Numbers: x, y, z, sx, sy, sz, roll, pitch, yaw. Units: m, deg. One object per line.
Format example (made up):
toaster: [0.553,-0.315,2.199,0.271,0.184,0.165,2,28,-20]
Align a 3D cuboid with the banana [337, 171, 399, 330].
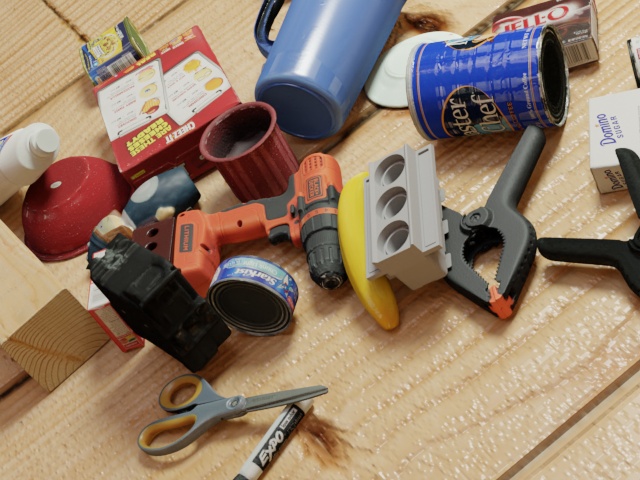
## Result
banana: [0.047,-0.004,1.030,0.037,0.069,0.197,-48,28,39]

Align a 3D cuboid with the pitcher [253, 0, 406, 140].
pitcher: [0.003,-0.240,1.251,0.149,0.145,0.242,-32,30,54]

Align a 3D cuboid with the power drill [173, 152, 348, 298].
power drill: [-0.057,0.001,1.102,0.188,0.057,0.184,-18,40,12]

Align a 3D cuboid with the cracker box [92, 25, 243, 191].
cracker box: [-0.183,-0.158,1.325,0.164,0.072,0.214,-31,41,1]

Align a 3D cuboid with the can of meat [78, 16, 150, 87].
can of meat: [-0.287,-0.257,1.498,0.084,0.057,0.102,-31,40,4]

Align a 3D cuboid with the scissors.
scissors: [-0.083,0.142,0.992,0.202,0.016,0.096,-25,37,16]

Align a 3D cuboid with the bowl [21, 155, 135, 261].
bowl: [-0.308,-0.052,1.308,0.162,0.055,0.162,-17,43,17]

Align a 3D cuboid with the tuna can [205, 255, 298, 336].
tuna can: [-0.065,0.053,1.030,0.086,0.086,0.033,-6,45,27]

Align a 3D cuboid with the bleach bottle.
bleach bottle: [-0.378,-0.096,1.312,0.251,0.068,0.102,-19,37,52]

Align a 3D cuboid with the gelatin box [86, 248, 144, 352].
gelatin box: [-0.212,0.060,1.122,0.030,0.073,0.089,-20,41,12]

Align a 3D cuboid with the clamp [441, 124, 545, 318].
clamp: [0.159,-0.018,0.998,0.165,0.036,0.210,-30,40,13]

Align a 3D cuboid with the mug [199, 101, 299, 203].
mug: [-0.077,-0.101,1.194,0.093,0.081,0.117,-23,41,9]

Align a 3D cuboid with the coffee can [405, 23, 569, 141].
coffee can: [0.170,-0.159,1.084,0.140,0.102,0.102,-4,48,28]

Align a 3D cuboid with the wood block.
wood block: [-0.330,0.065,1.177,0.090,0.090,0.206,-43,42,-12]

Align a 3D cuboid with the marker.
marker: [-0.047,0.184,0.940,0.020,0.020,0.121,17,60,41]

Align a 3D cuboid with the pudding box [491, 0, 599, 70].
pudding box: [0.240,-0.217,1.148,0.114,0.039,0.090,-11,45,23]

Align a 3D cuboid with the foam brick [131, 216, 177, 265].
foam brick: [-0.171,0.023,1.151,0.053,0.051,0.078,-18,42,14]
